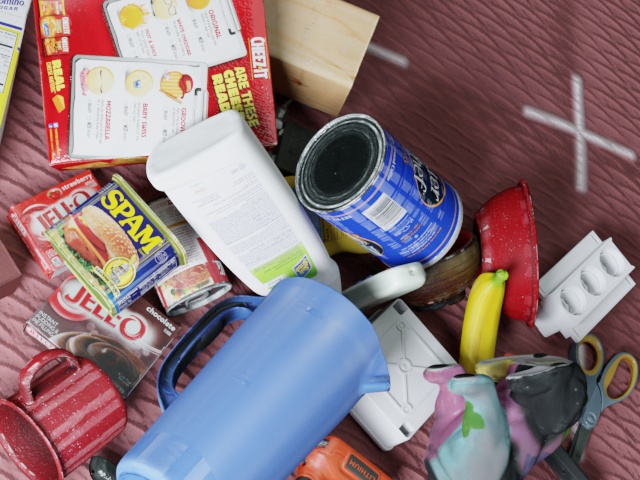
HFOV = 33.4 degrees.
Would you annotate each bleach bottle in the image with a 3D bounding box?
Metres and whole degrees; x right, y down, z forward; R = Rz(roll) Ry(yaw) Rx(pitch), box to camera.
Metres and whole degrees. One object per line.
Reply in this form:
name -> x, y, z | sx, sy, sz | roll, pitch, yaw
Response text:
bleach bottle -> -0.057, 0.001, 1.010 | 0.250, 0.102, 0.068 | 58, 10, -33

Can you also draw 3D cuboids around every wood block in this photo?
wood block -> -0.056, -0.219, 1.115 | 0.206, 0.091, 0.090 | 22, 74, -3

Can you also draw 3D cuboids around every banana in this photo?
banana -> 0.162, 0.114, 1.101 | 0.037, 0.069, 0.198 | 8, 106, 8

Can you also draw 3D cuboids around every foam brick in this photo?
foam brick -> -0.311, 0.034, 0.934 | 0.078, 0.053, 0.051 | -30, 84, -33

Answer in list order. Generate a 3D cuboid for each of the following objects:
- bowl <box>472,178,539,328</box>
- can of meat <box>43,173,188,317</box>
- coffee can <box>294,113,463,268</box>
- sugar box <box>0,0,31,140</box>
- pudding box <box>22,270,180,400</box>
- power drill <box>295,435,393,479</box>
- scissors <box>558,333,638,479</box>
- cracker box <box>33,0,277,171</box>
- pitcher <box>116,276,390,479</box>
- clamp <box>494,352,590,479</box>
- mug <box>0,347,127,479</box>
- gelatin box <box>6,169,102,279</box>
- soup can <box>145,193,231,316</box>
bowl -> 0.196, 0.015, 1.150 | 0.055, 0.162, 0.162 | -3, 67, 3
can of meat -> -0.183, 0.005, 0.952 | 0.084, 0.057, 0.102 | -39, 76, -16
coffee can -> 0.058, -0.043, 1.023 | 0.140, 0.103, 0.103 | 34, 52, -44
sugar box -> -0.309, -0.139, 0.987 | 0.048, 0.093, 0.176 | 12, 63, -19
pudding box -> -0.200, 0.082, 0.975 | 0.113, 0.039, 0.090 | 40, 57, -5
power drill -> 0.010, 0.286, 0.960 | 0.184, 0.057, 0.187 | 44, 46, -28
scissors -> 0.287, 0.180, 1.184 | 0.096, 0.016, 0.201 | 48, 57, 2
cracker box -> -0.156, -0.157, 1.018 | 0.213, 0.072, 0.164 | -6, 90, -5
pitcher -> -0.069, 0.148, 0.934 | 0.242, 0.149, 0.145 | -44, 104, -36
clamp -> 0.225, 0.205, 1.129 | 0.120, 0.039, 0.171 | 8, 65, -23
mug -> -0.221, 0.141, 0.901 | 0.081, 0.093, 0.117 | -37, 131, -38
gelatin box -> -0.237, -0.015, 1.005 | 0.089, 0.030, 0.073 | -30, 83, -33
soup can -> -0.136, 0.012, 1.020 | 0.068, 0.069, 0.102 | -19, 77, -31
